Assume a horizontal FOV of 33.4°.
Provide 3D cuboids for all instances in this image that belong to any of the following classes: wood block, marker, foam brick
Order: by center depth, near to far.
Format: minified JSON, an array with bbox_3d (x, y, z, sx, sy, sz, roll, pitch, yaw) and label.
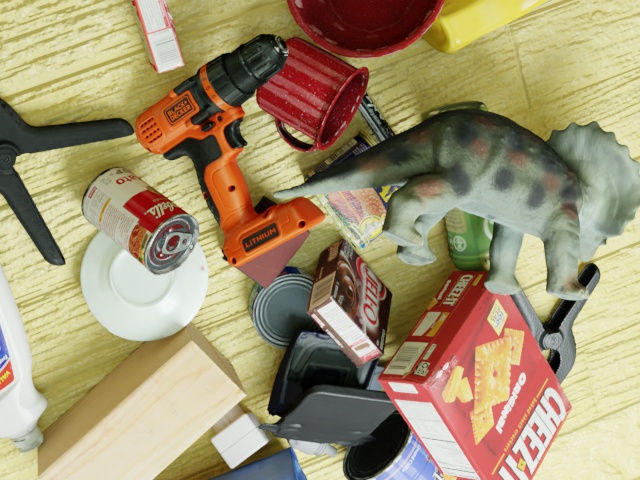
[{"bbox_3d":[-0.189,0.185,1.114,0.206,0.091,0.090,-42,111,0],"label":"wood block"},{"bbox_3d":[-0.057,0.001,1.116,0.051,0.053,0.078,37,93,-20],"label":"foam brick"},{"bbox_3d":[0.051,-0.137,1.123,0.020,0.020,0.121,-37,110,-2],"label":"marker"}]

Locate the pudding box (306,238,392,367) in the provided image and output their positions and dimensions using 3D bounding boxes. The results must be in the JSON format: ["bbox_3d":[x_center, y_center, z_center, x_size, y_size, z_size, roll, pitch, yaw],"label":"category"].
[{"bbox_3d":[0.033,0.064,1.125,0.039,0.113,0.090,-31,113,28],"label":"pudding box"}]

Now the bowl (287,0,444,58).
[{"bbox_3d":[0.047,-0.255,1.051,0.162,0.055,0.162,0,90,9],"label":"bowl"}]

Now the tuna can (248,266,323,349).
[{"bbox_3d":[-0.034,0.072,1.151,0.086,0.034,0.086,-4,106,-13],"label":"tuna can"}]

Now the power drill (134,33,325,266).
[{"bbox_3d":[-0.072,-0.083,1.029,0.185,0.057,0.187,-29,89,29],"label":"power drill"}]

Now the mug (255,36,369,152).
[{"bbox_3d":[-0.013,-0.141,1.065,0.081,0.093,0.117,31,134,13],"label":"mug"}]

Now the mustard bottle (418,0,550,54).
[{"bbox_3d":[0.195,-0.256,1.084,0.191,0.096,0.058,-27,110,-6],"label":"mustard bottle"}]

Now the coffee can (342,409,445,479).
[{"bbox_3d":[0.108,0.272,1.205,0.103,0.103,0.140,-45,110,1],"label":"coffee can"}]

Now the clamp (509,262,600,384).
[{"bbox_3d":[0.270,0.102,1.233,0.120,0.039,0.171,-10,113,-6],"label":"clamp"}]

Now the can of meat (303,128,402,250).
[{"bbox_3d":[0.043,-0.052,1.125,0.084,0.057,0.102,-38,110,2],"label":"can of meat"}]

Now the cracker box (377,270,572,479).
[{"bbox_3d":[0.173,0.164,1.141,0.164,0.072,0.213,-51,121,-31],"label":"cracker box"}]

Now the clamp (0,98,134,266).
[{"bbox_3d":[-0.297,-0.090,1.040,0.209,0.036,0.164,33,95,-23],"label":"clamp"}]

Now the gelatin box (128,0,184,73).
[{"bbox_3d":[-0.159,-0.209,1.022,0.030,0.073,0.089,-19,108,-10],"label":"gelatin box"}]

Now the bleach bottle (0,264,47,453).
[{"bbox_3d":[-0.335,0.101,1.071,0.102,0.068,0.251,-22,111,-5],"label":"bleach bottle"}]

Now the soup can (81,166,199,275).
[{"bbox_3d":[-0.177,-0.020,1.046,0.068,0.102,0.068,-36,145,-30],"label":"soup can"}]
